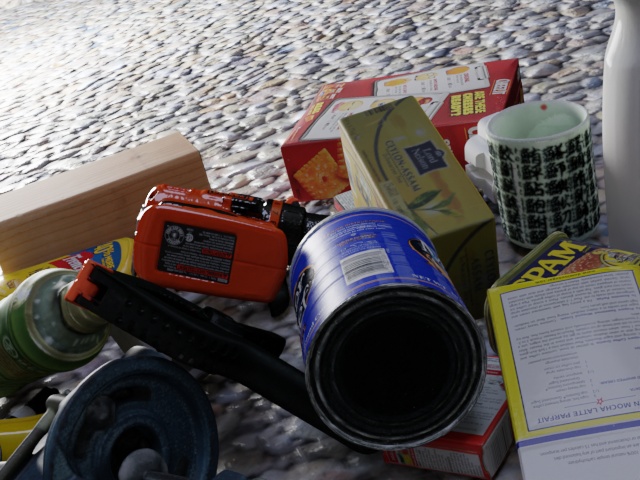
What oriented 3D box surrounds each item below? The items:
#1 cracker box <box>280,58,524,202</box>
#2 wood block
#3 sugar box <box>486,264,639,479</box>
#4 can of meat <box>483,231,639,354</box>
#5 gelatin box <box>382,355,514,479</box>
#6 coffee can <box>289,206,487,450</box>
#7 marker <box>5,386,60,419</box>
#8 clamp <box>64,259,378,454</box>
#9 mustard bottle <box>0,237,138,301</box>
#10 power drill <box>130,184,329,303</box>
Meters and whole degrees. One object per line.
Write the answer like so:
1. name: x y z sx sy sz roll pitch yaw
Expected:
1. cracker box: 0.087 -0.109 1.057 0.214 0.072 0.164 -5 27 20
2. wood block: -0.209 -0.022 1.022 0.206 0.090 0.091 -22 25 -13
3. sugar box: 0.149 0.094 0.579 0.093 0.048 0.176 -11 45 9
4. can of meat: 0.174 0.043 0.711 0.084 0.057 0.101 16 39 43
5. gelatin box: 0.088 0.106 0.660 0.073 0.030 0.089 2 30 35
6. coffee can: 0.036 0.048 0.652 0.103 0.103 0.140 -15 20 0
7. marker: -0.233 0.145 0.773 0.020 0.020 0.120 4 31 35
8. clamp: -0.060 0.069 0.673 0.165 0.209 0.036 30 90 51
9. mustard bottle: -0.205 0.042 0.925 0.191 0.058 0.096 -18 25 -8
10. power drill: -0.055 0.001 0.799 0.184 0.057 0.187 9 7 2
